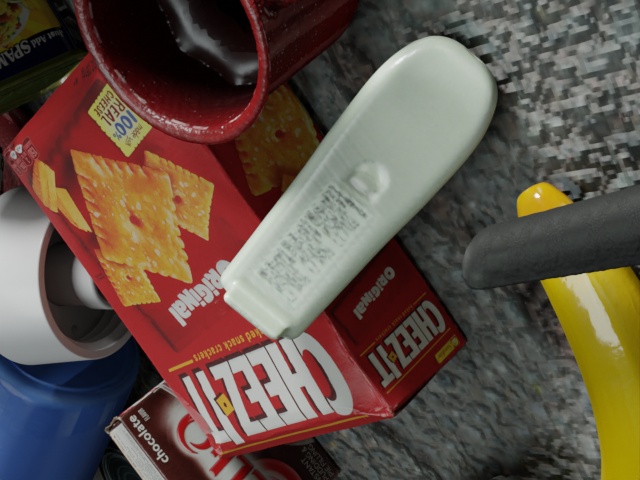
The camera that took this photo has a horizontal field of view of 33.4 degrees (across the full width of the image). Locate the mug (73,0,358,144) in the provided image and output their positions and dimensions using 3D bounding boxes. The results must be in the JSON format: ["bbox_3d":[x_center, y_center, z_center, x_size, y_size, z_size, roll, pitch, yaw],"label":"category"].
[{"bbox_3d":[-0.028,-0.099,0.419,0.117,0.081,0.093,-11,115,43],"label":"mug"}]

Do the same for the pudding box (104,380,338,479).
[{"bbox_3d":[-0.057,0.126,0.632,0.113,0.089,0.039,50,144,3],"label":"pudding box"}]

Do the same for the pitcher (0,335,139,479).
[{"bbox_3d":[-0.225,0.142,0.752,0.145,0.148,0.243,57,132,33],"label":"pitcher"}]

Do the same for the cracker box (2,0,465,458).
[{"bbox_3d":[-0.054,0.001,0.540,0.213,0.072,0.164,56,142,-6],"label":"cracker box"}]

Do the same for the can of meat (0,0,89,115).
[{"bbox_3d":[-0.188,-0.109,0.568,0.058,0.101,0.084,-22,101,51],"label":"can of meat"}]

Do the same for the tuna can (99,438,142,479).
[{"bbox_3d":[-0.125,0.177,0.791,0.086,0.033,0.086,27,137,29],"label":"tuna can"}]
